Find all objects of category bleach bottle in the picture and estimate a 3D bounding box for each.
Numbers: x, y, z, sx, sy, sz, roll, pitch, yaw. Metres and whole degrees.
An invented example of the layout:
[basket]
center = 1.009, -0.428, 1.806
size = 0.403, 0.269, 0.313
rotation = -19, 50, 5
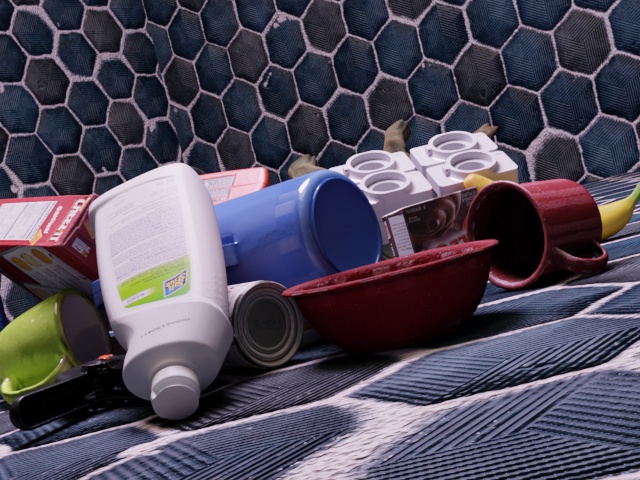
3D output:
[bleach bottle]
center = -0.117, 0.039, 0.767
size = 0.102, 0.068, 0.251
rotation = -26, 33, 6

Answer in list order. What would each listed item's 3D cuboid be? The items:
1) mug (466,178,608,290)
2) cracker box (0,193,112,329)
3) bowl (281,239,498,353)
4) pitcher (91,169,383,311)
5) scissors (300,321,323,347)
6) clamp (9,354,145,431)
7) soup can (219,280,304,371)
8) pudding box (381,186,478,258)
[mug]
center = 0.193, -0.005, 0.908
size = 0.081, 0.093, 0.117
rotation = -10, 29, -37
[cracker box]
center = -0.246, 0.025, 1.105
size = 0.214, 0.164, 0.072
rotation = 0, 55, 47
[bowl]
center = 0.056, 0.044, 0.776
size = 0.162, 0.055, 0.162
rotation = -14, 1, 0
[pitcher]
center = -0.074, 0.023, 0.945
size = 0.243, 0.145, 0.149
rotation = -20, 32, 38
[scissors]
center = -0.008, 0.076, 0.969
size = 0.096, 0.016, 0.201
rotation = -14, 1, 18
[clamp]
center = -0.174, 0.111, 0.808
size = 0.120, 0.039, 0.172
rotation = -6, -2, -16
[soup can]
center = -0.069, 0.069, 0.832
size = 0.068, 0.068, 0.102
rotation = -16, 2, -39
[pudding box]
center = 0.122, 0.002, 1.077
size = 0.113, 0.090, 0.039
rotation = -17, 0, -36
